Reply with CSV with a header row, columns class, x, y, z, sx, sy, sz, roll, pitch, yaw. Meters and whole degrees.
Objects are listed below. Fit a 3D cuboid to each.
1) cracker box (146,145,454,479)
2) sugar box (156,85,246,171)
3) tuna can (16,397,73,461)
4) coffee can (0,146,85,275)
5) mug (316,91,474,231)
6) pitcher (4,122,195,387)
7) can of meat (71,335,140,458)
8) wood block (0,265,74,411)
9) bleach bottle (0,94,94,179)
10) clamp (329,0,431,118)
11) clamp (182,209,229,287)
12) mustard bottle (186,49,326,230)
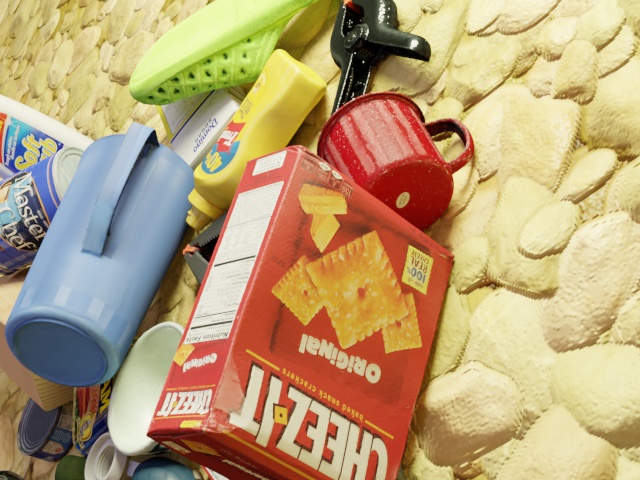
class,x,y,z,sx,sy,sz,roll,pitch,yaw
cracker box,-0.003,0.067,0.731,0.072,0.164,0.213,-15,49,48
sugar box,-0.126,-0.141,1.162,0.093,0.048,0.176,-47,40,17
tuna can,-0.293,0.196,1.160,0.086,0.033,0.086,-32,45,37
coffee can,-0.316,-0.032,1.199,0.140,0.102,0.103,-22,48,21
mug,0.064,-0.059,0.829,0.117,0.093,0.081,-21,46,-4
pitcher,-0.208,0.011,1.025,0.145,0.149,0.242,-17,37,28
can of meat,-0.199,0.156,1.046,0.084,0.057,0.102,-43,38,32
wood block,-0.307,0.100,1.168,0.206,0.090,0.091,17,124,56
bleach bottle,-0.351,-0.105,1.250,0.102,0.250,0.068,-57,34,7
clamp,0.037,-0.167,0.970,0.120,0.039,0.171,-44,32,18
clamp,-0.056,0.001,0.979,0.210,0.036,0.164,7,73,54
mustard bottle,-0.071,-0.091,1.038,0.192,0.058,0.096,-55,24,11
